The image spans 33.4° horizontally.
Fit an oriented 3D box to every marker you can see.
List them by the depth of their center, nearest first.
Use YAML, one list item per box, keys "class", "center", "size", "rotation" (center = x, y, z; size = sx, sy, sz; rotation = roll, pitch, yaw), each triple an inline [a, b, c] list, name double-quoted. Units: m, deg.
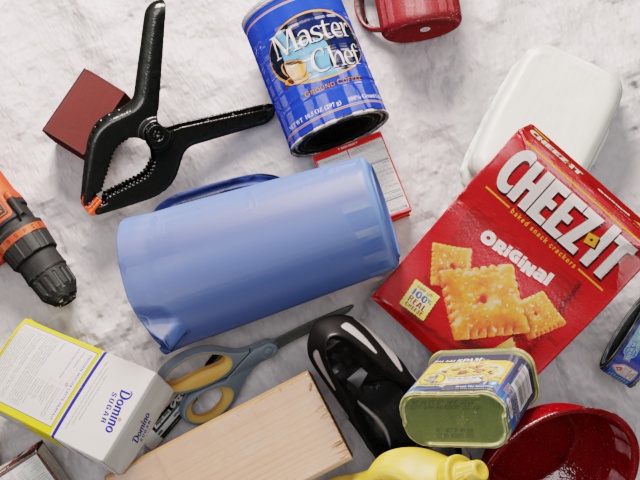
- class: "marker"
  center: [-0.129, 0.151, 1.036]
  size: [0.020, 0.020, 0.121]
  rotation: [40, 85, 8]

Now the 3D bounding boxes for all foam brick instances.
- class: "foam brick"
  center: [-0.231, -0.123, 1.069]
  size: [0.051, 0.053, 0.078]
  rotation: [32, 83, 7]

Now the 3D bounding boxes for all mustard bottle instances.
- class: "mustard bottle"
  center: [0.074, 0.230, 0.933]
  size: [0.096, 0.192, 0.058]
  rotation: [48, 43, -5]

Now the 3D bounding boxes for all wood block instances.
- class: "wood block"
  center: [-0.081, 0.208, 0.989]
  size: [0.206, 0.090, 0.091]
  rotation: [-27, 81, -2]

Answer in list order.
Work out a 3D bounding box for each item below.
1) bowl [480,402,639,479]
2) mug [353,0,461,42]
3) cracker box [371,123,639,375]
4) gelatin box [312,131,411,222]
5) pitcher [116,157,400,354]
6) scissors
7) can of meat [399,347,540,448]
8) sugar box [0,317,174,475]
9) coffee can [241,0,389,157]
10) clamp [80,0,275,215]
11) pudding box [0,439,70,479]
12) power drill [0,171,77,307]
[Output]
- class: "bowl"
  center: [0.204, 0.204, 0.969]
  size: [0.162, 0.055, 0.162]
  rotation: [-8, 119, -14]
- class: "mug"
  center: [0.084, -0.244, 1.062]
  size: [0.117, 0.093, 0.081]
  rotation: [-12, 84, 32]
- class: "cracker box"
  center: [0.177, 0.027, 0.977]
  size: [0.164, 0.072, 0.214]
  rotation: [43, 110, 9]
- class: "gelatin box"
  center: [0.041, -0.054, 1.056]
  size: [0.073, 0.030, 0.089]
  rotation: [-21, 81, -2]
- class: "pitcher"
  center: [-0.056, 0.001, 0.991]
  size: [0.243, 0.145, 0.149]
  rotation: [-17, 87, 7]
- class: "scissors"
  center: [-0.060, 0.122, 1.032]
  size: [0.201, 0.016, 0.096]
  rotation: [-12, 124, -23]
- class: "can of meat"
  center: [0.129, 0.137, 0.926]
  size: [0.102, 0.083, 0.057]
  rotation: [-6, 106, 29]
- class: "sugar box"
  center: [-0.230, 0.142, 0.987]
  size: [0.176, 0.048, 0.093]
  rotation: [19, 67, 30]
- class: "coffee can"
  center: [-0.006, -0.165, 1.039]
  size: [0.103, 0.103, 0.140]
  rotation: [-21, 81, -1]
- class: "clamp"
  center: [-0.153, -0.104, 1.046]
  size: [0.164, 0.036, 0.210]
  rotation: [34, 90, -24]
- class: "pudding box"
  center: [-0.271, 0.260, 1.004]
  size: [0.090, 0.039, 0.113]
  rotation: [-33, 99, -4]
- class: "power drill"
  center: [-0.355, 0.029, 1.050]
  size: [0.187, 0.057, 0.184]
  rotation: [-37, 81, -5]
